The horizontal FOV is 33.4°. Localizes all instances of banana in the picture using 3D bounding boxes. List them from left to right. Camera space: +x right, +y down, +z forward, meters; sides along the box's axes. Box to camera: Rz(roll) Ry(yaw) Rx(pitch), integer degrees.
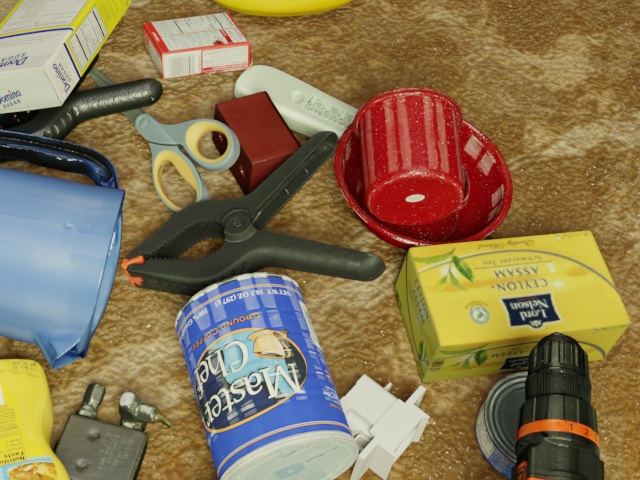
[{"bbox_3d":[-0.035,-0.259,1.097,0.197,0.037,0.069,0,56,-11],"label":"banana"}]

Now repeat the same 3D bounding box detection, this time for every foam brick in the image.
[{"bbox_3d":[-0.057,-0.085,0.959,0.051,0.053,0.078,-20,60,-23],"label":"foam brick"}]

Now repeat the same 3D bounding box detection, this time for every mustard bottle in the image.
[{"bbox_3d":[-0.217,0.169,0.718,0.096,0.058,0.192,-13,45,-16],"label":"mustard bottle"}]

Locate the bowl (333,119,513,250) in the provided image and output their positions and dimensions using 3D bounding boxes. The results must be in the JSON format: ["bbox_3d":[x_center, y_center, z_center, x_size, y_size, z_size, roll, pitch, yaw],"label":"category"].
[{"bbox_3d":[0.087,-0.045,0.956,0.162,0.055,0.162,5,54,-7],"label":"bowl"}]

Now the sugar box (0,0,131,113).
[{"bbox_3d":[-0.245,-0.181,0.960,0.093,0.048,0.176,-3,43,20],"label":"sugar box"}]

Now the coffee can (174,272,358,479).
[{"bbox_3d":[-0.042,0.109,0.792,0.102,0.103,0.140,-10,57,-18],"label":"coffee can"}]

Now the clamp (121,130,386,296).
[{"bbox_3d":[-0.056,0.001,0.867,0.210,0.036,0.165,-23,48,-4],"label":"clamp"}]

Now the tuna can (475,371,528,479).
[{"bbox_3d":[0.167,0.150,0.847,0.086,0.034,0.086,5,54,-7],"label":"tuna can"}]

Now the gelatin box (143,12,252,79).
[{"bbox_3d":[-0.118,-0.187,1.022,0.089,0.030,0.073,-11,38,-19],"label":"gelatin box"}]

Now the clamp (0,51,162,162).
[{"bbox_3d":[-0.239,-0.125,0.956,0.171,0.039,0.120,-27,41,-19],"label":"clamp"}]

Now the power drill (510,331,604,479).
[{"bbox_3d":[0.137,0.177,0.726,0.057,0.188,0.184,12,55,-1],"label":"power drill"}]

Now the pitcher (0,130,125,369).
[{"bbox_3d":[-0.271,-0.010,0.799,0.242,0.145,0.149,14,13,-9],"label":"pitcher"}]

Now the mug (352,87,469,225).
[{"bbox_3d":[0.083,-0.061,0.886,0.117,0.093,0.081,27,49,-39],"label":"mug"}]

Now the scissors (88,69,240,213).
[{"bbox_3d":[-0.138,-0.110,0.957,0.096,0.016,0.202,-36,62,13],"label":"scissors"}]
